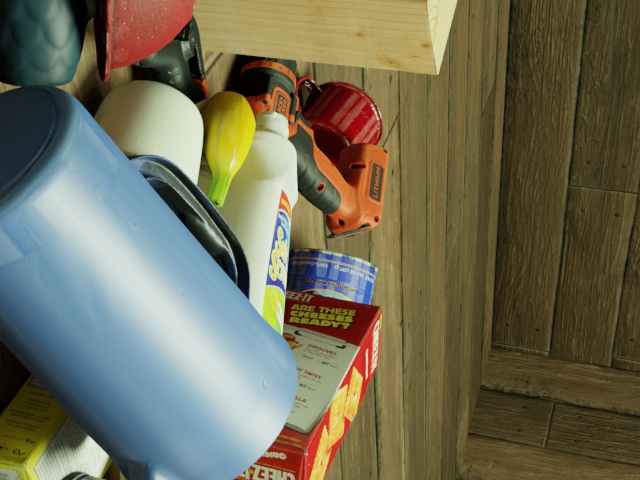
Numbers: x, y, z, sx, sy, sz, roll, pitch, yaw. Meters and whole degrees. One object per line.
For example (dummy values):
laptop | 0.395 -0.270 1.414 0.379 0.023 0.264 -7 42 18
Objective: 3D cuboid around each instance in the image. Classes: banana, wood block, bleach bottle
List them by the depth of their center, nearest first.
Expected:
banana | -0.078 -0.082 0.809 0.070 0.037 0.198 -57 -166 9
wood block | -0.005 -0.198 0.821 0.090 0.206 0.090 68 35 -61
bleach bottle | -0.055 0.001 0.826 0.102 0.068 0.250 72 21 -56

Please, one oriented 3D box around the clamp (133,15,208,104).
clamp | -0.110 -0.157 0.773 0.171 0.039 0.120 78 20 -77

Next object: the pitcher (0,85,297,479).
pitcher | -0.118 0.024 0.612 0.149 0.145 0.242 51 -5 48

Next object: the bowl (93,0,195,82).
bowl | -0.105 -0.175 0.625 0.162 0.055 0.162 177 -90 -76

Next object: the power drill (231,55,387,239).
power drill | -0.011 -0.101 1.012 0.187 0.057 0.184 37 52 -39

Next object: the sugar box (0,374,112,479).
sugar box | -0.165 0.116 0.722 0.176 0.048 0.093 -66 160 -50

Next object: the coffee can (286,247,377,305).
coffee can | 0.001 0.090 1.186 0.102 0.103 0.140 48 52 -70

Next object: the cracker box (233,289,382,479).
cracker box | -0.054 0.121 0.896 0.213 0.164 0.072 -55 151 -57

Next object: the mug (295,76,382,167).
mug | 0.004 -0.121 1.138 0.117 0.093 0.081 58 37 -18
